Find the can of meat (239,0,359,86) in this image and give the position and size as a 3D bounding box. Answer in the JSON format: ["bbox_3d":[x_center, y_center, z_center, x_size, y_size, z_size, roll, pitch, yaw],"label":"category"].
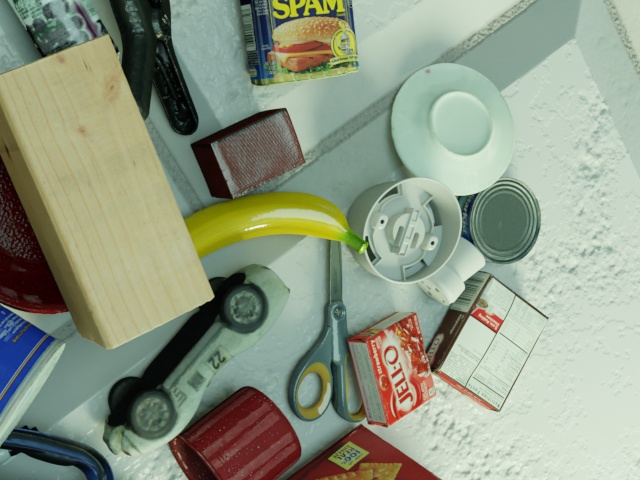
[{"bbox_3d":[-0.018,-0.183,0.935,0.101,0.058,0.084,-12,102,-25],"label":"can of meat"}]

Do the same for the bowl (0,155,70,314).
[{"bbox_3d":[-0.219,-0.025,0.845,0.161,0.055,0.162,-2,94,-26],"label":"bowl"}]

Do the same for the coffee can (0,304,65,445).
[{"bbox_3d":[-0.273,0.081,0.776,0.140,0.103,0.102,33,78,-4],"label":"coffee can"}]

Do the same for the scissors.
[{"bbox_3d":[-0.001,0.079,0.982,0.096,0.016,0.202,-20,103,-28],"label":"scissors"}]

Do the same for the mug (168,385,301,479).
[{"bbox_3d":[-0.069,0.188,0.924,0.081,0.093,0.117,-36,139,-25],"label":"mug"}]

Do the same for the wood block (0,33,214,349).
[{"bbox_3d":[-0.168,-0.035,0.787,0.090,0.091,0.206,-26,105,-23],"label":"wood block"}]

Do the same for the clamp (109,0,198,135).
[{"bbox_3d":[-0.138,-0.164,0.871,0.039,0.120,0.171,-7,81,10],"label":"clamp"}]

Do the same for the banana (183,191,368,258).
[{"bbox_3d":[-0.059,-0.011,0.924,0.197,0.070,0.037,-7,131,-19],"label":"banana"}]

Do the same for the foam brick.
[{"bbox_3d":[-0.062,-0.075,0.922,0.078,0.053,0.051,-28,105,-21],"label":"foam brick"}]

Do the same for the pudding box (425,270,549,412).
[{"bbox_3d":[0.163,0.100,1.055,0.090,0.039,0.113,36,80,-25],"label":"pudding box"}]

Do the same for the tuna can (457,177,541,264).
[{"bbox_3d":[0.174,-0.020,1.054,0.086,0.034,0.086,-2,95,-26],"label":"tuna can"}]

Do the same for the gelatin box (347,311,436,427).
[{"bbox_3d":[0.068,0.120,1.003,0.073,0.030,0.089,-24,104,-41],"label":"gelatin box"}]
